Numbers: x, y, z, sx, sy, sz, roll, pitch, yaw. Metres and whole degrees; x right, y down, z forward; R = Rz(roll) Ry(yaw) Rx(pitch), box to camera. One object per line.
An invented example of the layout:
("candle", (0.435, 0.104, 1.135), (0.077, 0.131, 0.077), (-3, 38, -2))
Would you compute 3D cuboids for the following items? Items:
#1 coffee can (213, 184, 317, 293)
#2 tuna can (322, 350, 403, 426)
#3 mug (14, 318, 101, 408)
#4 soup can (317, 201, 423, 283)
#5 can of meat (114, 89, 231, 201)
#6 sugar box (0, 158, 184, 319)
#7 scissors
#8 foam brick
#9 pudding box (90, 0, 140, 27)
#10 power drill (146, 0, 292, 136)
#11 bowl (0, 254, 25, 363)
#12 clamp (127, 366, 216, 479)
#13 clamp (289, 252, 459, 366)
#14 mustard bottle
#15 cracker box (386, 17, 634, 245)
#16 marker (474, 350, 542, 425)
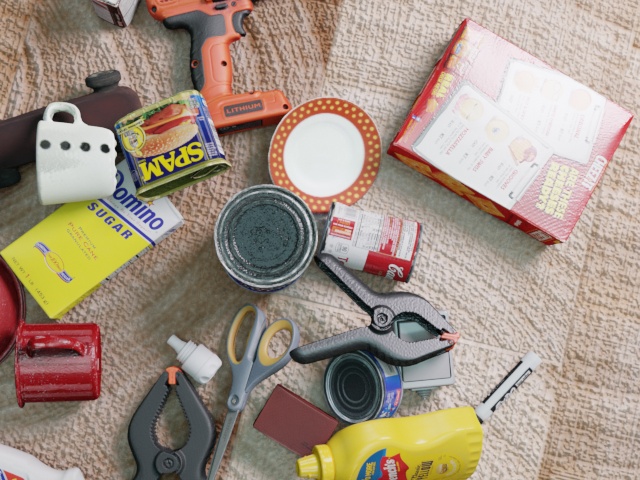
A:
("coffee can", (-0.057, 0.001, 1.111), (0.102, 0.140, 0.103), (0, 85, -3))
("tuna can", (0.044, 0.154, 1.132), (0.086, 0.033, 0.086), (2, 92, 41))
("mug", (-0.271, 0.122, 1.106), (0.081, 0.117, 0.093), (-1, 63, -8))
("soup can", (0.054, 0.001, 1.153), (0.102, 0.068, 0.068), (15, 85, -1))
("can of meat", (-0.155, -0.099, 1.110), (0.102, 0.057, 0.084), (-21, 83, 7))
("sugar box", (-0.243, -0.004, 1.149), (0.176, 0.048, 0.093), (-39, 88, -4))
("scissors", (-0.071, 0.162, 1.120), (0.096, 0.016, 0.201), (-8, 65, 29))
("foam brick", (-0.027, 0.195, 1.141), (0.078, 0.051, 0.053), (32, 85, 0))
("pudding box", (-0.207, -0.295, 1.153), (0.039, 0.090, 0.113), (24, 85, -2))
("power drill", (-0.086, -0.217, 1.171), (0.184, 0.057, 0.187), (-14, 84, -1))
("bowl", (-0.399, 0.073, 1.130), (0.162, 0.055, 0.162), (0, 86, -2))
("clamp", (-0.169, 0.241, 1.138), (0.164, 0.036, 0.210), (-6, 86, 0))
("clamp", (0.053, 0.093, 1.098), (0.171, 0.039, 0.120), (21, 77, 8))
("mustard bottle", (0.068, 0.223, 1.108), (0.191, 0.096, 0.058), (-5, 46, -15))
("cracker box", (0.205, -0.116, 1.170), (0.213, 0.072, 0.164), (30, 85, -1))
("marker", (0.195, 0.170, 1.171), (0.020, 0.020, 0.121), (45, 85, 1))
